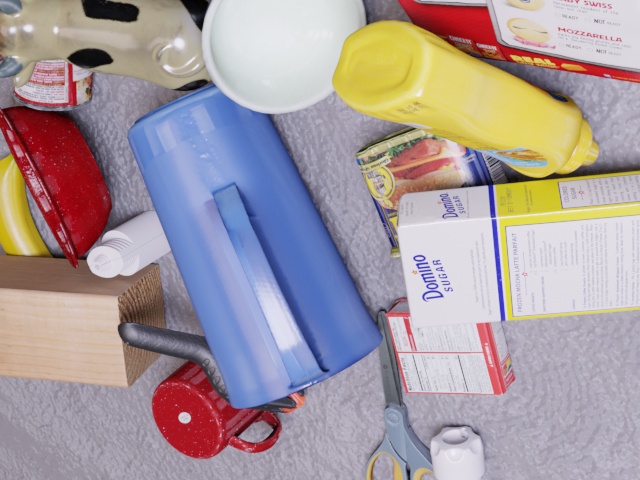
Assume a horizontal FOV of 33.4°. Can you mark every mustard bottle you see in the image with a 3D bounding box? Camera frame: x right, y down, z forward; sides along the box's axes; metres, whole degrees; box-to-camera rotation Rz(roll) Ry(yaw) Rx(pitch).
[{"bbox_3d":[0.108,-0.081,0.677,0.096,0.191,0.058,19,92,57],"label":"mustard bottle"}]

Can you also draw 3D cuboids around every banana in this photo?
[{"bbox_3d":[-0.283,0.001,1.050,0.070,0.037,0.198,-9,107,36],"label":"banana"}]

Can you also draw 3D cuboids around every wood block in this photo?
[{"bbox_3d":[-0.259,0.072,0.998,0.206,0.090,0.090,3,110,16],"label":"wood block"}]

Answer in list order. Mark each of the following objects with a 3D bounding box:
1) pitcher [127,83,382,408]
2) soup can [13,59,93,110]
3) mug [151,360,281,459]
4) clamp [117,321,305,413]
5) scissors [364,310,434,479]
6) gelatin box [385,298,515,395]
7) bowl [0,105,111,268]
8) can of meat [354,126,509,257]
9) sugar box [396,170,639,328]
[{"bbox_3d":[-0.055,0.001,0.835,0.149,0.144,0.243,-19,97,44],"label":"pitcher"},{"bbox_3d":[-0.228,-0.170,0.911,0.069,0.068,0.102,22,122,23],"label":"soup can"},{"bbox_3d":[-0.089,0.151,0.965,0.117,0.081,0.093,36,127,14],"label":"mug"},{"bbox_3d":[-0.079,0.080,0.930,0.171,0.120,0.039,36,155,-12],"label":"clamp"},{"bbox_3d":[0.080,0.159,0.900,0.096,0.016,0.202,19,121,23],"label":"scissors"},{"bbox_3d":[0.101,0.083,0.841,0.089,0.030,0.073,-4,111,35],"label":"gelatin box"},{"bbox_3d":[-0.230,-0.058,0.947,0.162,0.055,0.162,55,162,27],"label":"bowl"},{"bbox_3d":[0.083,-0.044,0.775,0.102,0.057,0.084,-17,99,37],"label":"can of meat"},{"bbox_3d":[0.143,0.007,0.715,0.176,0.048,0.093,-3,127,11],"label":"sugar box"}]
